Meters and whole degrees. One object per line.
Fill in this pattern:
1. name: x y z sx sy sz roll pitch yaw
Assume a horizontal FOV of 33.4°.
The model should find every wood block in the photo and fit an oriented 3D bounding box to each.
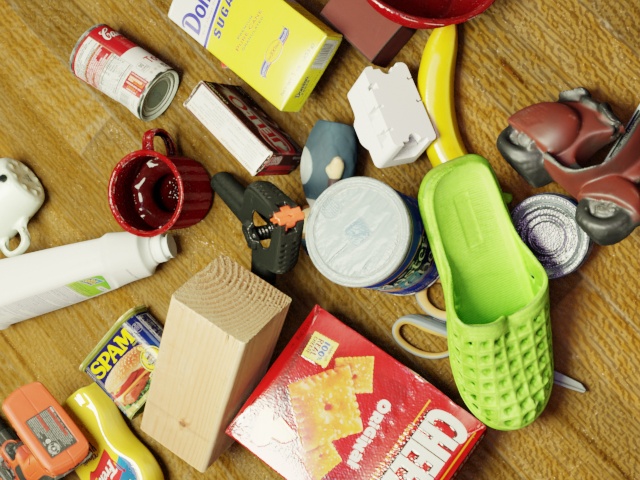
1. wood block: -0.112 0.129 1.103 0.091 0.090 0.206 32 131 14

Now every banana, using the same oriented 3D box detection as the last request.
1. banana: 0.132 -0.120 1.071 0.070 0.037 0.198 -19 87 15

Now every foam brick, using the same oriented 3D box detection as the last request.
1. foam brick: 0.048 -0.222 1.086 0.078 0.053 0.051 46 107 12

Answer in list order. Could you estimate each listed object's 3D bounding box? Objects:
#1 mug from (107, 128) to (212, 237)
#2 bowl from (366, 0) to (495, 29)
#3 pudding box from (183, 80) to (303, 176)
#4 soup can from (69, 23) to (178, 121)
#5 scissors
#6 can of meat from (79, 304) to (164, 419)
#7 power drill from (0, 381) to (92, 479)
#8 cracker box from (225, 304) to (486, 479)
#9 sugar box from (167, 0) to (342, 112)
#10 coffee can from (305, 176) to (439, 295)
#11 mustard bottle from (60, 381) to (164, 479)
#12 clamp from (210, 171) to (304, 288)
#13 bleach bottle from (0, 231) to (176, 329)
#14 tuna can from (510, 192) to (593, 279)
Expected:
1. mug: -0.172 -0.063 1.160 0.093 0.081 0.117 -8 90 23
2. bowl: 0.095 -0.263 1.041 0.162 0.055 0.162 4 66 -9
3. pudding box: -0.078 -0.116 1.120 0.113 0.090 0.039 44 107 13
4. soup can: -0.216 -0.185 1.177 0.102 0.068 0.068 34 104 14
5. scissors: 0.172 0.091 1.081 0.202 0.016 0.096 8 96 19
6. can of meat: -0.207 0.138 1.202 0.084 0.057 0.102 44 106 10
7. power drill: -0.339 0.232 1.215 0.184 0.057 0.188 48 142 8
8. cracker box: 0.036 0.193 1.082 0.214 0.072 0.164 35 83 16
9. sugar box: -0.070 -0.220 1.095 0.176 0.048 0.093 40 111 17
10. coffee can: 0.059 -0.001 1.042 0.103 0.140 0.103 -3 83 22
11. mustard bottle: -0.233 0.262 1.217 0.096 0.058 0.192 -43 79 27
12. clamp: -0.057 0.001 1.085 0.036 0.210 0.164 -18 94 -20
13. bleach bottle: -0.280 0.038 1.210 0.251 0.102 0.068 -15 73 13
14. tuna can: 0.223 -0.004 1.046 0.086 0.033 0.086 1 94 20
